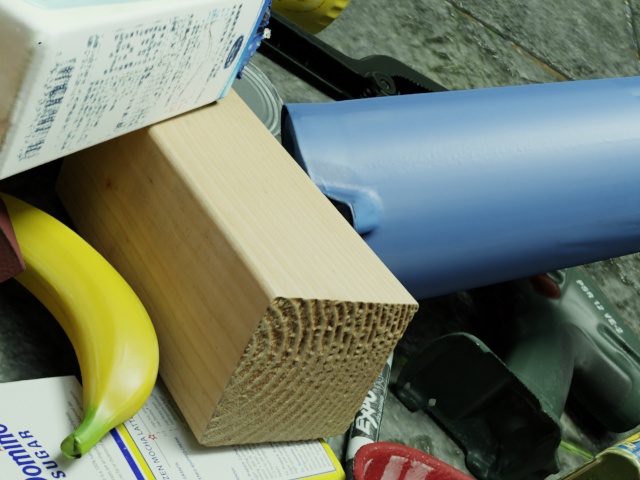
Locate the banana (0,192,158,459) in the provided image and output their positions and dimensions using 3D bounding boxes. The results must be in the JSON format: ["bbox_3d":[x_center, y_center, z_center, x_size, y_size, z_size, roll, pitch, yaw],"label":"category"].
[{"bbox_3d":[-0.130,0.024,0.518,0.069,0.037,0.198,2,33,-44],"label":"banana"}]

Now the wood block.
[{"bbox_3d":[-0.054,0.001,0.559,0.090,0.090,0.206,4,34,-40],"label":"wood block"}]

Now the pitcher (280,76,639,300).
[{"bbox_3d":[0.097,-0.034,0.666,0.242,0.145,0.149,-8,50,-7],"label":"pitcher"}]

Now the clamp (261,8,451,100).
[{"bbox_3d":[0.033,-0.120,0.844,0.209,0.036,0.165,-8,60,-48],"label":"clamp"}]

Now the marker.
[{"bbox_3d":[0.027,0.108,0.635,0.020,0.020,0.121,32,39,-15],"label":"marker"}]

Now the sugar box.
[{"bbox_3d":[-0.081,0.106,0.505,0.175,0.048,0.093,-3,40,-40],"label":"sugar box"}]
